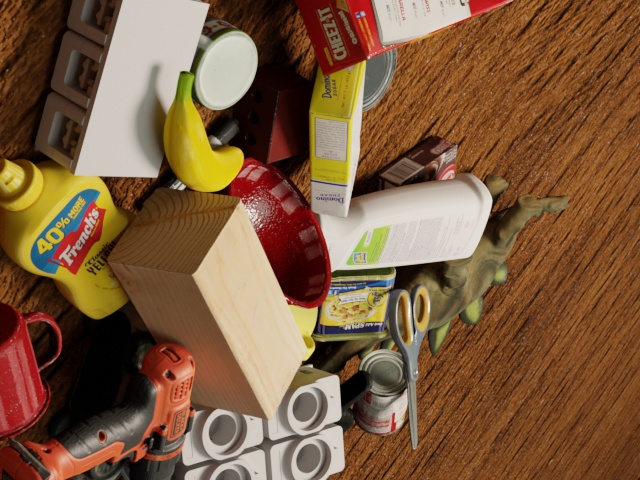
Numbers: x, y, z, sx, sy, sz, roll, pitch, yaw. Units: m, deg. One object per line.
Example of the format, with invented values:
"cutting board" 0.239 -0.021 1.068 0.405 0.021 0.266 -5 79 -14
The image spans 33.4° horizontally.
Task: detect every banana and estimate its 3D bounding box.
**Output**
"banana" -0.098 -0.075 0.911 0.069 0.037 0.198 -62 169 -9

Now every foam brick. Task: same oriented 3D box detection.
"foam brick" -0.046 -0.121 1.016 0.051 0.053 0.078 -20 130 -44

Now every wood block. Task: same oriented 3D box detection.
"wood block" -0.094 0.059 0.950 0.090 0.091 0.206 -61 146 -34

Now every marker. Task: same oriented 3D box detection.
"marker" -0.118 -0.070 0.991 0.121 0.020 0.020 -49 146 -16

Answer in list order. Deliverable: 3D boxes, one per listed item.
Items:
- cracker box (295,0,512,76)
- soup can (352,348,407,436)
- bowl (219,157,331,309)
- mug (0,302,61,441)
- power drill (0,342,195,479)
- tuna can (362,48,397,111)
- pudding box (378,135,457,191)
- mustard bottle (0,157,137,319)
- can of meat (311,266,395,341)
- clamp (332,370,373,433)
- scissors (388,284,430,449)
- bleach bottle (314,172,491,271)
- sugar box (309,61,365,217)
"cracker box" 0.064 -0.261 0.974 0.213 0.072 0.164 -29 101 -39
"soup can" 0.076 0.189 1.321 0.068 0.069 0.102 -40 153 -28
"bowl" -0.057 0.001 1.049 0.055 0.162 0.161 -26 158 26
"mug" -0.263 0.098 0.867 0.117 0.093 0.081 -28 131 -32
"power drill" -0.190 0.191 0.920 0.187 0.057 0.185 -31 145 -44
"tuna can" 0.039 -0.178 1.103 0.086 0.034 0.086 -33 139 -35
"pudding box" 0.117 -0.063 1.291 0.113 0.039 0.090 -33 139 -32
"mustard bottle" -0.210 -0.012 0.879 0.096 0.058 0.191 -49 146 -8
"can of meat" 0.033 0.066 1.240 0.102 0.057 0.084 -1 119 -17
"clamp" -0.018 0.216 1.297 0.164 0.036 0.210 -13 155 -5
"scissors" 0.114 0.140 1.268 0.096 0.016 0.202 -43 129 -47
"bleach bottle" 0.068 -0.017 1.199 0.250 0.068 0.103 -6 128 -29
"sugar box" 0.015 -0.107 1.045 0.176 0.048 0.093 95 6 -60
